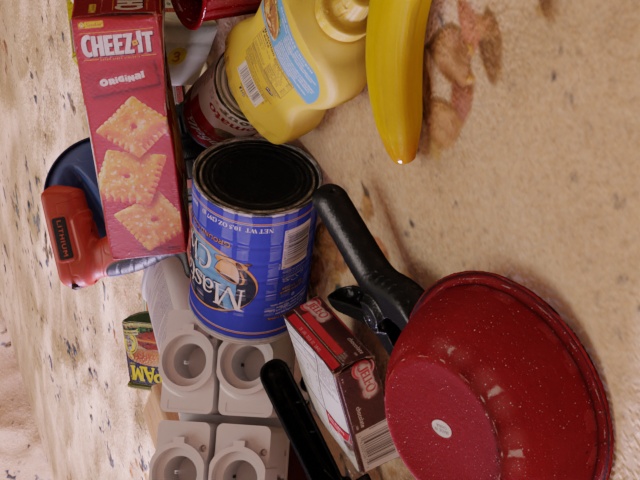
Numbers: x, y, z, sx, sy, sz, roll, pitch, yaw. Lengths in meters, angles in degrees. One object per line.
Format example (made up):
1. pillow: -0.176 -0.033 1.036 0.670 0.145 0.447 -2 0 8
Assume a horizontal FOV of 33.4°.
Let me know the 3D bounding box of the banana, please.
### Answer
1. banana: 0.055 -0.132 0.633 0.070 0.037 0.198 62 153 32

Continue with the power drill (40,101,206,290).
1. power drill: -0.176 -0.033 1.047 0.057 0.188 0.184 -25 -75 -73

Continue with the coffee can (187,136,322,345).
1. coffee can: -0.056 0.001 0.874 0.103 0.102 0.140 54 148 41

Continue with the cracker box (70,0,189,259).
1. cracker box: -0.153 -0.118 0.879 0.164 0.072 0.214 -105 11 -54

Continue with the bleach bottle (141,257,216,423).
1. bleach bottle: -0.130 0.108 1.075 0.251 0.068 0.103 -109 30 -46

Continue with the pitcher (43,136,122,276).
1. pitcher: -0.243 -0.038 1.229 0.145 0.149 0.243 41 165 -1

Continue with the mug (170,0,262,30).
1. mug: -0.072 -0.210 0.819 0.117 0.081 0.093 -13 91 67

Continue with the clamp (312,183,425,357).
1. clamp: 0.044 0.036 0.741 0.172 0.039 0.120 39 156 49

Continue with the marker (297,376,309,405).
1. marker: -0.018 0.145 0.975 0.020 0.020 0.121 65 155 24

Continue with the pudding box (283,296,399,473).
1. pudding box: 0.016 0.112 0.827 0.090 0.039 0.113 46 155 51

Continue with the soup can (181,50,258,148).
1. soup can: -0.069 -0.118 0.882 0.102 0.068 0.068 -21 83 67

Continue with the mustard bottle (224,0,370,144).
1. mustard bottle: -0.009 -0.136 0.746 0.096 0.058 0.192 67 156 1

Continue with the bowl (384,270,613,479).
1. bowl: 0.088 0.102 0.622 0.162 0.055 0.162 25 124 44

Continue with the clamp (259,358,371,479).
1. clamp: 0.017 0.210 0.846 0.165 0.036 0.210 44 156 58

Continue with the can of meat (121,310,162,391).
1. can of meat: -0.186 0.131 1.267 0.102 0.057 0.084 2 103 36
